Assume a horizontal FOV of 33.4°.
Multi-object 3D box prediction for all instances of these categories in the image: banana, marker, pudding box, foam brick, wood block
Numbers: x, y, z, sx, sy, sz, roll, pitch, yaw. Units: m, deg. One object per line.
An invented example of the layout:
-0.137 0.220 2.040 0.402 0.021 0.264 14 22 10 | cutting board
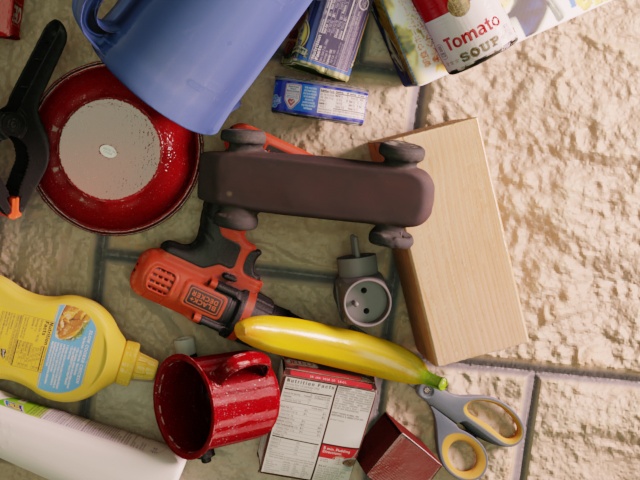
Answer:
0.015 0.095 0.952 0.197 0.070 0.037 14 82 -13 | banana
-0.118 0.151 1.002 0.020 0.020 0.121 -10 97 -5 | marker
-0.004 0.169 0.992 0.090 0.039 0.113 12 110 -7 | pudding box
0.071 0.204 0.999 0.053 0.078 0.051 40 89 -9 | foam brick
0.115 -0.001 0.977 0.090 0.090 0.206 -15 96 -5 | wood block

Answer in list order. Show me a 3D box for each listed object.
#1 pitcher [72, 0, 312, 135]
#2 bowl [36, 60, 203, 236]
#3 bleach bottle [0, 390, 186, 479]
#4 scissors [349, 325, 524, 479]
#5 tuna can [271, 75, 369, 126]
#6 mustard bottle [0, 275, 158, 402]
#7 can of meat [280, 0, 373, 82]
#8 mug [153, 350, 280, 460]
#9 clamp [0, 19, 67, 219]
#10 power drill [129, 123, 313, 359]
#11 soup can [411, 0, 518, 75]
-0.072 -0.216 0.846 0.145 0.149 0.243 41 107 -2 | pitcher
-0.185 -0.082 0.954 0.162 0.055 0.162 -1 96 -6 | bowl
-0.248 0.179 0.961 0.251 0.102 0.068 21 86 -2 | bleach bottle
0.100 0.164 1.029 0.201 0.016 0.096 24 93 -8 | scissors
-0.001 -0.124 0.954 0.086 0.086 0.034 8 96 -7 | tuna can
-0.241 0.093 0.963 0.191 0.058 0.096 16 91 -7 | mustard bottle
0.006 -0.187 0.942 0.057 0.102 0.084 16 96 -13 | can of meat
-0.085 0.135 0.947 0.117 0.081 0.093 -54 55 36 | mug
-0.259 -0.107 0.899 0.120 0.039 0.171 -19 117 -32 | clamp
-0.056 0.001 0.974 0.184 0.057 0.187 25 91 -16 | power drill
0.115 -0.200 0.901 0.068 0.068 0.102 -29 101 -3 | soup can
